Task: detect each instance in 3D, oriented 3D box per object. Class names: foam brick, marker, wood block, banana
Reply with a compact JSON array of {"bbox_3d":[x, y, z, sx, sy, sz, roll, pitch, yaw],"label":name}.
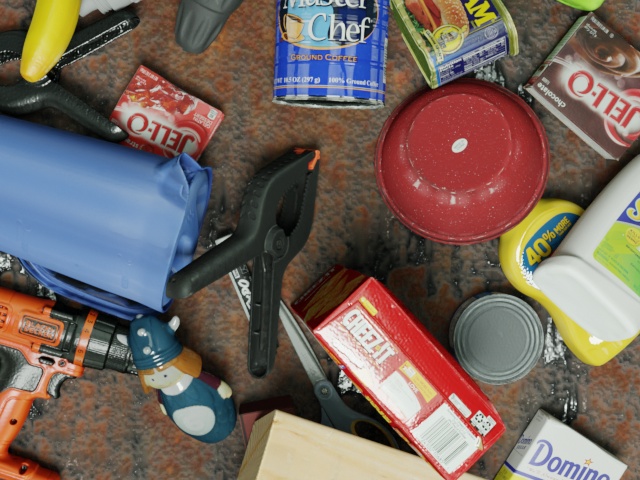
[{"bbox_3d":[-0.044,0.189,0.993,0.051,0.053,0.078,-11,95,-3],"label":"foam brick"},{"bbox_3d":[-0.068,0.052,1.000,0.020,0.020,0.121,-22,95,-3],"label":"marker"},{"bbox_3d":[0.036,0.224,0.922,0.206,0.091,0.090,20,69,-9],"label":"wood block"},{"bbox_3d":[-0.243,-0.234,0.946,0.070,0.037,0.198,-16,72,9],"label":"banana"}]

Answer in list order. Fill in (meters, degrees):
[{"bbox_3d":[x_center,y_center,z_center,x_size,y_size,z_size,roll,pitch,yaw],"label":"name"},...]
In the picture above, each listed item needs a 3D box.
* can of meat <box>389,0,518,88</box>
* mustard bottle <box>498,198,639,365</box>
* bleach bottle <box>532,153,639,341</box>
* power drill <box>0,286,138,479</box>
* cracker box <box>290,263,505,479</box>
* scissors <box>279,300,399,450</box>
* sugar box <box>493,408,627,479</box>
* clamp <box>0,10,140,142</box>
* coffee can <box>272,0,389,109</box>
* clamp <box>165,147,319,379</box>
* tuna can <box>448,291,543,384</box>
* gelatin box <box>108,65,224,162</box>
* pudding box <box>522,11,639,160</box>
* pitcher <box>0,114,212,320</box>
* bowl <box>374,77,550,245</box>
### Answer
[{"bbox_3d":[0.119,-0.197,0.967,0.084,0.057,0.102,-25,63,1],"label":"can of meat"},{"bbox_3d":[0.224,0.019,0.999,0.096,0.058,0.191,-43,94,-5],"label":"mustard bottle"},{"bbox_3d":[0.297,-0.033,0.968,0.102,0.068,0.250,41,67,-8],"label":"bleach bottle"},{"bbox_3d":[-0.248,0.149,0.977,0.184,0.057,0.187,18,90,-4],"label":"power drill"},{"bbox_3d":[0.059,0.102,0.914,0.072,0.214,0.164,-42,95,-3],"label":"cracker box"},{"bbox_3d":[-0.006,0.160,1.012,0.096,0.016,0.201,-43,95,-1],"label":"scissors"},{"bbox_3d":[0.204,0.260,1.017,0.093,0.048,0.176,32,92,-5],"label":"sugar box"},{"bbox_3d":[-0.242,-0.159,0.960,0.171,0.039,0.120,12,77,5],"label":"clamp"},{"bbox_3d":[0.010,-0.191,0.951,0.102,0.103,0.140,2,93,-4],"label":"coffee can"},{"bbox_3d":[-0.056,0.001,0.945,0.036,0.164,0.210,10,70,32],"label":"clamp"},{"bbox_3d":[0.165,0.091,1.011,0.086,0.034,0.086,0,93,-4],"label":"tuna can"},{"bbox_3d":[-0.144,-0.107,0.981,0.089,0.030,0.073,31,91,-5],"label":"gelatin box"},{"bbox_3d":[0.262,-0.143,1.002,0.113,0.039,0.090,38,91,-5],"label":"pudding box"},{"bbox_3d":[-0.226,-0.026,0.935,0.243,0.145,0.149,17,84,2],"label":"pitcher"},{"bbox_3d":[0.126,-0.080,0.962,0.162,0.055,0.162,-2,77,10],"label":"bowl"}]
